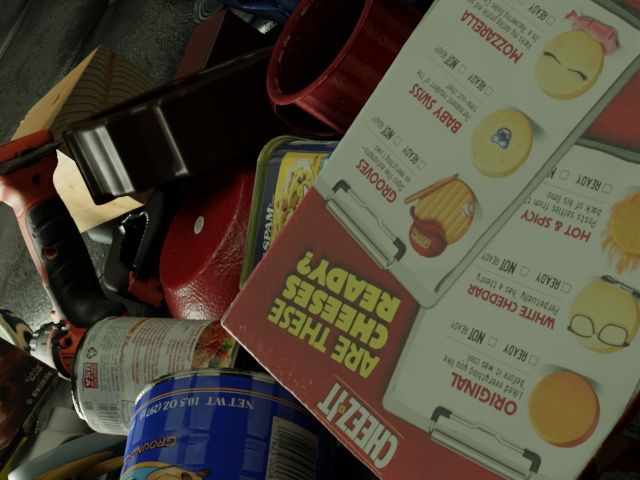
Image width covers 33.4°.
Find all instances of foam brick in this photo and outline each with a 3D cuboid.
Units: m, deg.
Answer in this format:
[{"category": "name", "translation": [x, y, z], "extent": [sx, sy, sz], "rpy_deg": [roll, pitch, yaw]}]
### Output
[{"category": "foam brick", "translation": [-0.078, -0.131, 0.840], "extent": [0.051, 0.053, 0.078], "rpy_deg": [-13, 52, 54]}]

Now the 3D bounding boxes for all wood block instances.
[{"category": "wood block", "translation": [-0.194, -0.073, 0.868], "extent": [0.206, 0.090, 0.090], "rpy_deg": [-14, 46, 61]}]

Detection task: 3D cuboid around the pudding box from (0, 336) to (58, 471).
[{"category": "pudding box", "translation": [-0.253, 0.120, 0.757], "extent": [0.113, 0.090, 0.039], "rpy_deg": [-59, -3, -26]}]

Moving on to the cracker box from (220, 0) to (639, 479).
[{"category": "cracker box", "translation": [0.083, -0.006, 0.401], "extent": [0.164, 0.072, 0.214], "rpy_deg": [39, 99, 39]}]

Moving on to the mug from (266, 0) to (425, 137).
[{"category": "mug", "translation": [0.021, -0.093, 0.613], "extent": [0.117, 0.081, 0.093], "rpy_deg": [-33, 38, 40]}]

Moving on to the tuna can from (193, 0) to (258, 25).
[{"category": "tuna can", "translation": [-0.072, -0.218, 0.928], "extent": [0.086, 0.033, 0.086], "rpy_deg": [-39, 35, 34]}]

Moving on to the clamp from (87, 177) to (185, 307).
[{"category": "clamp", "translation": [-0.133, -0.024, 0.847], "extent": [0.165, 0.036, 0.210], "rpy_deg": [-53, 26, 15]}]

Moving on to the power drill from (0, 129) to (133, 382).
[{"category": "power drill", "translation": [-0.197, 0.019, 0.776], "extent": [0.057, 0.187, 0.185], "rpy_deg": [-33, 15, -32]}]

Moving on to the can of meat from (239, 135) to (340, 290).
[{"category": "can of meat", "translation": [0.006, -0.004, 0.564], "extent": [0.084, 0.057, 0.102], "rpy_deg": [9, 90, 57]}]

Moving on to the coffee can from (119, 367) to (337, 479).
[{"category": "coffee can", "translation": [-0.047, 0.144, 0.485], "extent": [0.103, 0.102, 0.140], "rpy_deg": [-33, 38, 40]}]

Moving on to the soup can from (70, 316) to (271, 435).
[{"category": "soup can", "translation": [-0.077, 0.076, 0.588], "extent": [0.102, 0.068, 0.068], "rpy_deg": [-1, 59, 24]}]

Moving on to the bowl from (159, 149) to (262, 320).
[{"category": "bowl", "translation": [-0.054, 0.001, 0.678], "extent": [0.162, 0.055, 0.162], "rpy_deg": [-40, 34, 34]}]

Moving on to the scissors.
[{"category": "scissors", "translation": [-0.099, 0.115, 0.671], "extent": [0.202, 0.096, 0.016], "rpy_deg": [-25, 73, 7]}]
